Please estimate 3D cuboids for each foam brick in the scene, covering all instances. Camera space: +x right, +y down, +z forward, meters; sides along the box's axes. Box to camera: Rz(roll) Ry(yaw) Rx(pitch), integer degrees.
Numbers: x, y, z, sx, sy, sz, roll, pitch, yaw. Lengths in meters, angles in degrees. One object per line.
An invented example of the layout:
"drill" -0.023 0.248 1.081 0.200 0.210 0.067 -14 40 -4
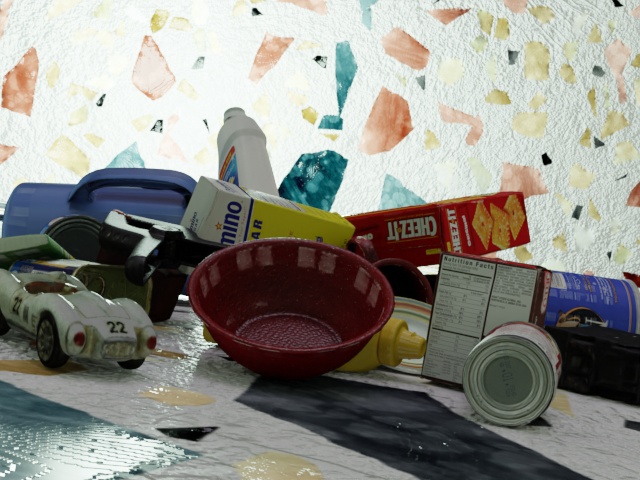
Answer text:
"foam brick" -0.178 0.039 1.033 0.078 0.053 0.051 26 8 17

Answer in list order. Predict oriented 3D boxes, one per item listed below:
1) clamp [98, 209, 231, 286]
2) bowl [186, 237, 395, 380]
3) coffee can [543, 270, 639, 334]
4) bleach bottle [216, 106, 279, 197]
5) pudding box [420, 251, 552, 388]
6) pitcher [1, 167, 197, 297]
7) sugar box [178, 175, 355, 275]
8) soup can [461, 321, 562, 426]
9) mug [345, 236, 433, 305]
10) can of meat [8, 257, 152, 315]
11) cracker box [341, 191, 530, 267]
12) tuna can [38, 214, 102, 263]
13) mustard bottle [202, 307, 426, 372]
"clamp" -0.128 0.008 0.956 0.164 0.036 0.210 5 10 -31
"bowl" -0.024 0.061 0.838 0.162 0.055 0.162 3 30 -2
"coffee can" 0.252 0.083 1.125 0.140 0.103 0.103 8 3 -6
"bleach bottle" -0.088 -0.050 1.264 0.068 0.251 0.103 6 -37 -25
"pudding box" 0.138 0.070 0.893 0.090 0.113 0.039 11 0 31
"pitcher" -0.244 -0.014 1.256 0.243 0.149 0.145 5 2 2
"sugar box" -0.057 0.002 1.074 0.175 0.093 0.048 13 17 -40
"soup can" 0.146 0.099 0.805 0.068 0.068 0.102 9 3 15
"mug" 0.051 0.052 1.085 0.093 0.117 0.082 -23 10 -21
"can of meat" -0.214 0.045 0.939 0.084 0.057 0.101 7 1 32
"cracker box" 0.120 -0.009 1.220 0.164 0.072 0.213 -9 0 35
"tuna can" -0.261 0.015 1.136 0.086 0.086 0.034 7 1 -24
"mustard bottle" 0.000 0.075 0.927 0.192 0.058 0.096 11 20 24
